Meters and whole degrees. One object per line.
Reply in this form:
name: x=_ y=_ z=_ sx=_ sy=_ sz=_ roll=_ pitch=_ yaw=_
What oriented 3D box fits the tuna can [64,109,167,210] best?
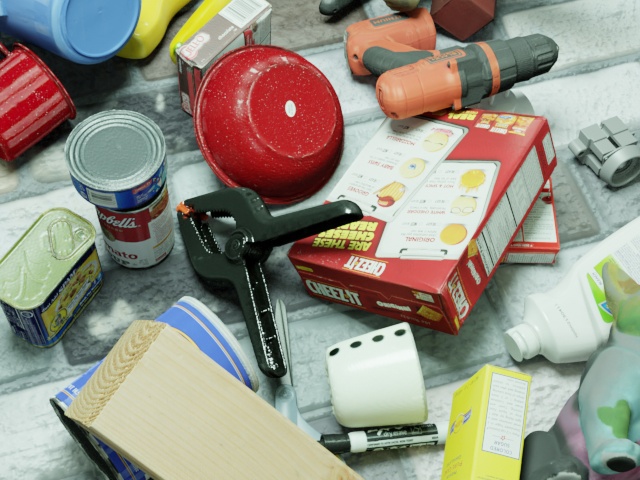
tuna can: x=-0.175 y=-0.069 z=0.921 sx=0.086 sy=0.034 sz=0.086 roll=1 pitch=58 yaw=-1

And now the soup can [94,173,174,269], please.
soup can: x=-0.170 y=-0.027 z=0.976 sx=0.068 sy=0.102 sz=0.068 roll=1 pitch=59 yaw=-2

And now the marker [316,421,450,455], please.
marker: x=0.054 y=0.168 z=0.904 sx=0.121 sy=0.020 sz=0.020 roll=-3 pitch=58 yaw=-15

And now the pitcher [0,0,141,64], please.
pitcher: x=-0.301 y=-0.258 z=1.058 sx=0.243 sy=0.144 sz=0.149 roll=29 pitch=87 yaw=33

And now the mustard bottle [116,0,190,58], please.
mustard bottle: x=-0.180 y=-0.284 z=1.158 sx=0.096 sy=0.058 sz=0.191 roll=22 pitch=60 yaw=18

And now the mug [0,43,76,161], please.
mug: x=-0.306 y=-0.141 z=1.039 sx=0.081 sy=0.117 sz=0.093 roll=-43 pitch=29 yaw=-19

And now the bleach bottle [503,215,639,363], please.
bleach bottle: x=0.276 y=0.036 z=0.979 sx=0.250 sy=0.068 sz=0.103 roll=-25 pitch=65 yaw=-14

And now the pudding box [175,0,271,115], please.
pudding box: x=-0.097 y=-0.187 z=1.084 sx=0.039 sy=0.090 sz=0.113 roll=36 pitch=63 yaw=16

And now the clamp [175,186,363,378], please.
clamp: x=-0.056 y=0.001 z=0.954 sx=0.210 sy=0.036 sz=0.165 roll=40 pitch=103 yaw=41

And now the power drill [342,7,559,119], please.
power drill: x=0.116 y=-0.183 z=1.057 sx=0.184 sy=0.057 sz=0.188 roll=-16 pitch=26 yaw=-15

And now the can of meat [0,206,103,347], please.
can of meat: x=-0.240 y=0.035 z=0.947 sx=0.057 sy=0.084 sz=0.102 roll=28 pitch=62 yaw=14

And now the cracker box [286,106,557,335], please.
cracker box: x=0.097 y=-0.028 z=0.976 sx=0.164 sy=0.072 sz=0.213 roll=13 pitch=56 yaw=36

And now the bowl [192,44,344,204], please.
bowl: x=-0.037 y=-0.118 z=1.021 sx=0.161 sy=0.055 sz=0.162 roll=5 pitch=79 yaw=-25

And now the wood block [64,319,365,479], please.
wood block: x=-0.076 y=0.157 z=0.802 sx=0.206 sy=0.090 sz=0.090 roll=41 pitch=72 yaw=-18

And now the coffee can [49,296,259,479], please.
coffee can: x=-0.136 y=0.128 z=0.884 sx=0.140 sy=0.103 sz=0.103 roll=-38 pitch=67 yaw=-22

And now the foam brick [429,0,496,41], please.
foam brick: x=0.156 y=-0.266 z=1.152 sx=0.051 sy=0.053 sz=0.078 roll=29 pitch=53 yaw=-24

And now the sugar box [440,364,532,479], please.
sugar box: x=0.123 y=0.196 z=0.845 sx=0.048 sy=0.093 sz=0.176 roll=17 pitch=64 yaw=-4

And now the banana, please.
banana: x=-0.109 y=-0.240 z=1.132 sx=0.037 sy=0.070 sz=0.197 roll=43 pitch=53 yaw=-18

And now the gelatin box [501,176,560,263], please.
gelatin box: x=0.188 y=-0.022 z=1.029 sx=0.073 sy=0.030 sz=0.089 roll=1 pitch=57 yaw=0

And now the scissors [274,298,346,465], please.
scissors: x=-0.013 y=0.147 z=0.927 sx=0.096 sy=0.016 sz=0.201 roll=12 pitch=59 yaw=3
